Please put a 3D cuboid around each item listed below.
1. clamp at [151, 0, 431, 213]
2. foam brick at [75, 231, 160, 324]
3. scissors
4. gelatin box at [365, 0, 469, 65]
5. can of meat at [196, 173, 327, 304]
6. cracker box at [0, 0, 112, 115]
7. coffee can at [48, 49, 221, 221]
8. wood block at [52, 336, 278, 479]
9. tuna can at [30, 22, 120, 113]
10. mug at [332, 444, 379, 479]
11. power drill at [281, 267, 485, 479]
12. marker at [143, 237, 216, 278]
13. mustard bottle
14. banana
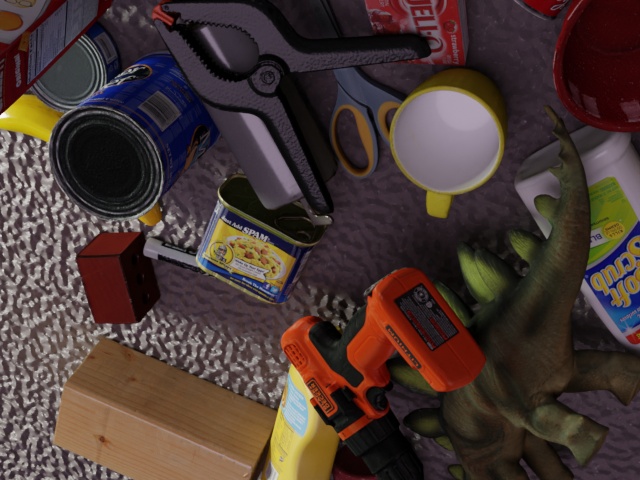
[{"bbox_3d":[-0.030,-0.138,0.836,0.210,0.036,0.165,35,109,-11],"label":"clamp"},{"bbox_3d":[-0.198,0.037,1.050,0.051,0.053,0.078,-1,117,19],"label":"foam brick"},{"bbox_3d":[0.037,-0.146,0.892,0.096,0.016,0.202,0,117,17],"label":"scissors"},{"bbox_3d":[0.075,-0.176,0.832,0.073,0.030,0.089,5,147,16],"label":"gelatin box"},{"bbox_3d":[-0.056,0.001,0.980,0.102,0.057,0.084,28,125,4],"label":"can of meat"},{"bbox_3d":[-0.285,-0.192,0.859,0.164,0.213,0.072,21,134,6],"label":"cracker box"},{"bbox_3d":[-0.152,-0.092,0.912,0.103,0.140,0.103,8,120,14],"label":"coffee can"},{"bbox_3d":[-0.158,0.194,1.099,0.206,0.090,0.091,22,123,6],"label":"wood block"},{"bbox_3d":[-0.225,-0.160,0.963,0.086,0.033,0.086,8,120,15],"label":"tuna can"},{"bbox_3d":[0.046,0.247,1.063,0.117,0.093,0.081,5,115,33],"label":"mug"},{"bbox_3d":[0.058,0.119,0.902,0.184,0.057,0.188,52,142,7],"label":"power drill"},{"bbox_3d":[-0.113,0.024,1.032,0.121,0.020,0.020,18,122,9],"label":"marker"},{"bbox_3d":[-0.010,0.172,1.029,0.058,0.096,0.192,9,104,-19],"label":"mustard bottle"},{"bbox_3d":[-0.229,-0.086,1.006,0.198,0.037,0.070,30,140,3],"label":"banana"}]
